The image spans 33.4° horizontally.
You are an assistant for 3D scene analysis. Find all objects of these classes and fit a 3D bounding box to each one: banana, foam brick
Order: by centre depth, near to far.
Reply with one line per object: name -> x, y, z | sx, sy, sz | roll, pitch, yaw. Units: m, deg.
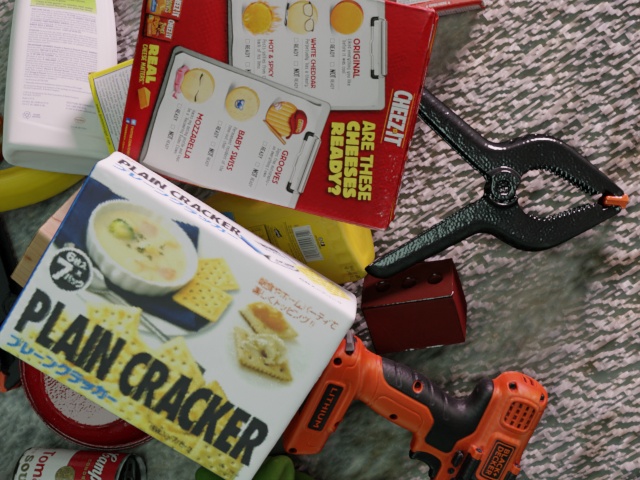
foam brick -> 0.078, 0.054, 0.880 | 0.078, 0.053, 0.051 | -10, 122, 14
banana -> -0.291, -0.056, 0.966 | 0.197, 0.070, 0.037 | -7, 45, -17

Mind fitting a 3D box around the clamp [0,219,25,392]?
clamp -> -0.284, 0.052, 0.992 | 0.120, 0.039, 0.171 | 22, 94, 20

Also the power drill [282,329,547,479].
power drill -> 0.068, 0.166, 0.865 | 0.187, 0.057, 0.184 | 22, 101, -8

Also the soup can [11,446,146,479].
soup can -> -0.216, 0.221, 0.957 | 0.102, 0.068, 0.068 | 1, 90, 14

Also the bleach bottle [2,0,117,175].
bleach bottle -> -0.222, -0.188, 0.951 | 0.102, 0.068, 0.251 | 6, 75, -16

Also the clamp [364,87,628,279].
clamp -> 0.140, -0.052, 0.858 | 0.210, 0.036, 0.164 | -1, 93, 0

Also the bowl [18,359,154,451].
bowl -> -0.195, 0.114, 0.942 | 0.162, 0.055, 0.162 | 0, 96, 2

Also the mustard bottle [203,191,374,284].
mustard bottle -> -0.056, 0.001, 0.911 | 0.192, 0.058, 0.096 | -11, 116, 26

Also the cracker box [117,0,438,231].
cracker box -> -0.033, -0.113, 0.802 | 0.214, 0.072, 0.164 | 14, 102, 8
